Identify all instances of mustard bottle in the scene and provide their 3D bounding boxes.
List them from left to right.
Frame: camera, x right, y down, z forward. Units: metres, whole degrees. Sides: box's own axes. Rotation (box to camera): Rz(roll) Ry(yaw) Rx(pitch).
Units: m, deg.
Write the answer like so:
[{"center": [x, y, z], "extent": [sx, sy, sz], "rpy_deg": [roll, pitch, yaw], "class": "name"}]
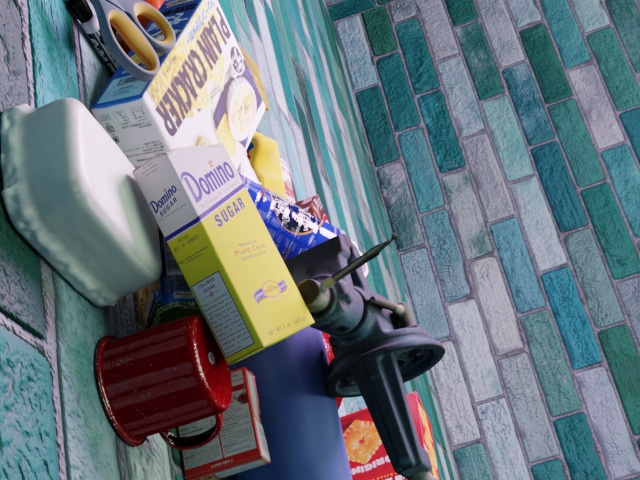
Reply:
[{"center": [-0.086, -0.086, 1.443], "extent": [0.191, 0.058, 0.096], "rpy_deg": [-99, -152, -47], "class": "mustard bottle"}]

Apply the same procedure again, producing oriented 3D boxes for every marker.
[{"center": [-0.220, -0.199, 1.072], "extent": [0.121, 0.020, 0.020], "rpy_deg": [62, 13, -45], "class": "marker"}]

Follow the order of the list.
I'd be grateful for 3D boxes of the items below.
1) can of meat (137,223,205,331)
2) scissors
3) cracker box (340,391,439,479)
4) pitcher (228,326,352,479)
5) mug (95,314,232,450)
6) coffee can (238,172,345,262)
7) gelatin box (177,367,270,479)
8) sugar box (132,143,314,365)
[{"center": [-0.126, 0.045, 0.927], "extent": [0.102, 0.057, 0.084], "rpy_deg": [121, -34, -52], "class": "can of meat"}, {"center": [-0.202, -0.240, 0.994], "extent": [0.202, 0.016, 0.096], "rpy_deg": [58, 35, -2], "class": "scissors"}, {"center": [0.061, 0.292, 1.318], "extent": [0.213, 0.164, 0.072], "rpy_deg": [-89, 157, -65], "class": "cracker box"}, {"center": [-0.041, 0.182, 1.075], "extent": [0.148, 0.145, 0.243], "rpy_deg": [-13, 89, -49], "class": "pitcher"}, {"center": [-0.118, 0.118, 0.855], "extent": [0.093, 0.081, 0.117], "rpy_deg": [-86, 156, -67], "class": "mug"}, {"center": [-0.058, 0.001, 1.166], "extent": [0.140, 0.103, 0.103], "rpy_deg": [29, 22, -12], "class": "coffee can"}, {"center": [-0.090, 0.166, 0.957], "extent": [0.030, 0.073, 0.089], "rpy_deg": [58, 16, -59], "class": "gelatin box"}, {"center": [-0.078, 0.007, 0.881], "extent": [0.093, 0.048, 0.176], "rpy_deg": [-19, 83, -63], "class": "sugar box"}]
